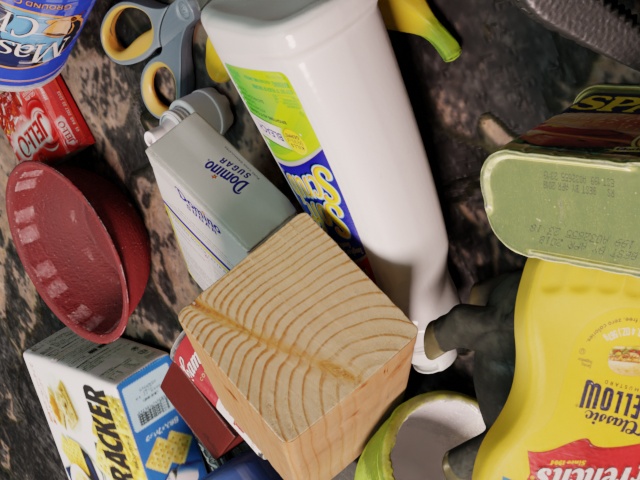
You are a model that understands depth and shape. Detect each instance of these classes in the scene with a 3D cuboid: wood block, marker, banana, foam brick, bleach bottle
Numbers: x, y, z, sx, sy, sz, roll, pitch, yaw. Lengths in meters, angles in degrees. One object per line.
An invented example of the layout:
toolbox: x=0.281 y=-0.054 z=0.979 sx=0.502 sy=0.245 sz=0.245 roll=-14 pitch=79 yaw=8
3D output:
wood block: x=-0.009 y=0.079 z=0.630 sx=0.091 sy=0.090 sz=0.206 roll=47 pitch=167 yaw=16
marker: x=-0.090 y=0.184 z=0.913 sx=0.020 sy=0.020 sz=0.121 roll=-15 pitch=103 yaw=52
banana: x=-0.011 y=-0.126 z=0.602 sx=0.198 sy=0.037 sz=0.069 roll=5 pitch=116 yaw=47
foam brick: x=-0.078 y=0.121 z=0.832 sx=0.078 sy=0.051 sz=0.053 roll=50 pitch=143 yaw=12
bleach bottle: x=0.027 y=-0.024 z=0.578 sx=0.103 sy=0.068 sz=0.250 roll=25 pitch=147 yaw=54

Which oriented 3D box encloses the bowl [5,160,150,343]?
bowl: x=-0.189 y=0.001 z=0.873 sx=0.162 sy=0.055 sz=0.162 roll=28 pitch=133 yaw=35

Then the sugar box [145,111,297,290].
sugar box: x=-0.054 y=0.001 z=0.681 sx=0.093 sy=0.048 sz=0.176 roll=44 pitch=161 yaw=18

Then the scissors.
scissors: x=-0.081 y=-0.132 z=0.696 sx=0.202 sy=0.016 sz=0.096 roll=-2 pitch=114 yaw=49

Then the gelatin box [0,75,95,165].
gelatin box: x=-0.230 y=-0.097 z=0.875 sx=0.089 sy=0.030 sz=0.073 roll=-18 pitch=101 yaw=52

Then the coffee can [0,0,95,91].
coffee can: x=-0.202 y=-0.181 z=0.728 sx=0.103 sy=0.102 sz=0.141 roll=55 pitch=142 yaw=5

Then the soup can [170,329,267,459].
soup can: x=-0.051 y=0.099 z=0.772 sx=0.102 sy=0.068 sz=0.069 roll=45 pitch=141 yaw=18
